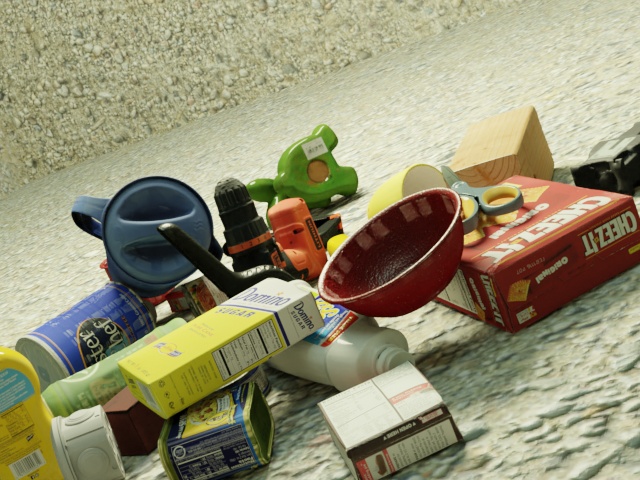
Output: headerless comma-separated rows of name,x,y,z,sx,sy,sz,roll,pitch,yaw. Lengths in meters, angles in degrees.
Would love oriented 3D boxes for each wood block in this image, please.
wood block,0.222,-0.085,1.298,0.090,0.091,0.205,-17,16,23

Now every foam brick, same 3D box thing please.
foam brick,-0.178,0.174,1.081,0.053,0.051,0.078,-12,19,40

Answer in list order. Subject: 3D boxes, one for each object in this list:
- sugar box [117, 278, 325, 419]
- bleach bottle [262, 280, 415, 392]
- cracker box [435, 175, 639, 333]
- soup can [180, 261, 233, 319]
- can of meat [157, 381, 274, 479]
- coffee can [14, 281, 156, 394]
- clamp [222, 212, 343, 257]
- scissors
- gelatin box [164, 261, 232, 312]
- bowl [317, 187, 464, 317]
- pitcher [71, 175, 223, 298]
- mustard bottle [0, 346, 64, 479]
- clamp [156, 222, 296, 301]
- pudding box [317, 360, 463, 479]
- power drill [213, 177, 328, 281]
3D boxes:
sugar box,-0.093,0.096,0.999,0.176,0.048,0.093,-32,21,-22
bleach bottle,0.015,0.097,1.043,0.102,0.068,0.251,-30,19,-25
cracker box,0.195,0.005,1.065,0.164,0.072,0.214,-28,16,-14
soup can,-0.115,0.063,1.336,0.102,0.068,0.069,-27,15,-13
can of meat,-0.090,0.172,0.947,0.084,0.057,0.102,-20,15,6
coffee can,-0.285,0.128,1.304,0.103,0.103,0.140,-7,22,47
clamp,-0.040,0.006,1.463,0.171,0.039,0.120,-20,32,-14
scissors,0.166,-0.055,1.121,0.096,0.016,0.201,-15,21,17
gelatin box,-0.160,0.064,1.479,0.073,0.030,0.089,-13,18,39
bowl,0.077,0.022,1.002,0.162,0.055,0.162,-33,20,14
pitcher,-0.226,0.003,1.367,0.144,0.149,0.243,-26,-3,-16
mustard bottle,-0.321,0.164,1.058,0.096,0.191,0.058,-28,15,-16
clamp,-0.094,0.081,1.157,0.209,0.164,0.036,13,2,-23
pudding box,0.053,0.145,0.861,0.090,0.039,0.113,-26,13,-5
power drill,-0.058,0.002,1.281,0.057,0.184,0.187,-18,6,20
